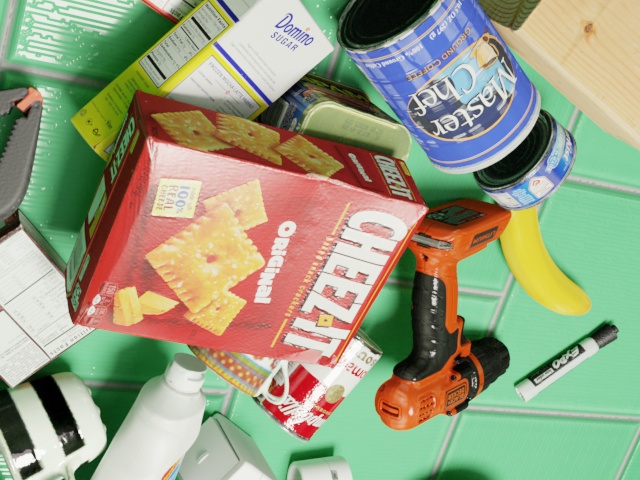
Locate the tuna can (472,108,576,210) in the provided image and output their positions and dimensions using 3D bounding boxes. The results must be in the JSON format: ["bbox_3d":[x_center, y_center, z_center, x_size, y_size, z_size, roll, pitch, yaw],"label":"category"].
[{"bbox_3d":[0.171,-0.070,0.903,0.033,0.086,0.086,36,96,-32],"label":"tuna can"}]

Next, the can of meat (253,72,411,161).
[{"bbox_3d":[0.009,-0.087,0.821,0.101,0.084,0.057,14,108,-30],"label":"can of meat"}]

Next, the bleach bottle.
[{"bbox_3d":[-0.156,0.204,0.855,0.068,0.102,0.251,29,107,11],"label":"bleach bottle"}]

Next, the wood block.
[{"bbox_3d":[0.229,-0.163,0.882,0.205,0.090,0.091,32,99,-34],"label":"wood block"}]

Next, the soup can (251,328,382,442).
[{"bbox_3d":[-0.003,0.114,0.925,0.068,0.069,0.102,38,94,-34],"label":"soup can"}]

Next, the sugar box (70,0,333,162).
[{"bbox_3d":[-0.082,-0.113,0.764,0.176,0.048,0.093,-42,149,2],"label":"sugar box"}]

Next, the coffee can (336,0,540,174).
[{"bbox_3d":[0.093,-0.135,0.824,0.103,0.103,0.140,-43,124,0],"label":"coffee can"}]

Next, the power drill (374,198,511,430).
[{"bbox_3d":[0.122,0.062,0.942,0.184,0.057,0.188,-18,117,-50],"label":"power drill"}]

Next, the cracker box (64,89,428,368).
[{"bbox_3d":[-0.055,0.001,0.761,0.213,0.072,0.164,13,123,-25],"label":"cracker box"}]

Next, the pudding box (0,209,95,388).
[{"bbox_3d":[-0.230,0.044,0.803,0.090,0.039,0.113,-36,126,-5],"label":"pudding box"}]

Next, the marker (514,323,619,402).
[{"bbox_3d":[0.250,0.122,1.075,0.121,0.020,0.020,-33,124,-7],"label":"marker"}]

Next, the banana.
[{"bbox_3d":[0.203,0.009,0.986,0.069,0.037,0.197,-30,123,-7],"label":"banana"}]

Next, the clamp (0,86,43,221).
[{"bbox_3d":[-0.265,-0.022,0.737,0.210,0.036,0.164,-38,104,-7],"label":"clamp"}]
